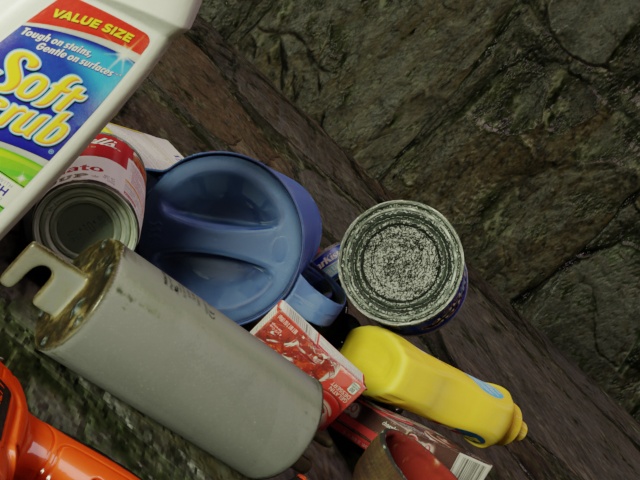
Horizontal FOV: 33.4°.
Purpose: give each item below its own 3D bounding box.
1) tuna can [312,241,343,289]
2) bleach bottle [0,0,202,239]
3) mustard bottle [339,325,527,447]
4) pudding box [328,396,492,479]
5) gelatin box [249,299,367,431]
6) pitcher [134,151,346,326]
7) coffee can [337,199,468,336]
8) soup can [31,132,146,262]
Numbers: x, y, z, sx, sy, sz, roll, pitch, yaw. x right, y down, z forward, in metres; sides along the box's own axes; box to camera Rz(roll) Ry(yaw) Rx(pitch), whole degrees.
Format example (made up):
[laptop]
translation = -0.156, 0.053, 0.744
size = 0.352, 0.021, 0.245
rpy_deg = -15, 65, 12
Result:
[tuna can]
translation = 0.005, 0.041, 1.099
size = 0.034, 0.086, 0.086
rpy_deg = 49, 11, 16
[bleach bottle]
translation = -0.149, -0.094, 0.551
size = 0.102, 0.251, 0.068
rpy_deg = 39, 11, -28
[mustard bottle]
translation = 0.110, 0.135, 0.923
size = 0.191, 0.058, 0.096
rpy_deg = 28, -6, -31
[pudding box]
translation = 0.072, 0.169, 0.880
size = 0.113, 0.039, 0.090
rpy_deg = 32, -4, -38
[gelatin box]
translation = -0.022, 0.100, 0.779
size = 0.089, 0.073, 0.030
rpy_deg = 43, 11, -9
[pitcher]
translation = -0.056, 0.001, 0.909
size = 0.242, 0.145, 0.149
rpy_deg = -22, 101, -82
[coffee can]
translation = 0.074, 0.028, 0.921
size = 0.103, 0.103, 0.140
rpy_deg = 46, 1, 12
[soup can]
translation = -0.150, -0.025, 0.702
size = 0.068, 0.068, 0.102
rpy_deg = 40, 13, -20
